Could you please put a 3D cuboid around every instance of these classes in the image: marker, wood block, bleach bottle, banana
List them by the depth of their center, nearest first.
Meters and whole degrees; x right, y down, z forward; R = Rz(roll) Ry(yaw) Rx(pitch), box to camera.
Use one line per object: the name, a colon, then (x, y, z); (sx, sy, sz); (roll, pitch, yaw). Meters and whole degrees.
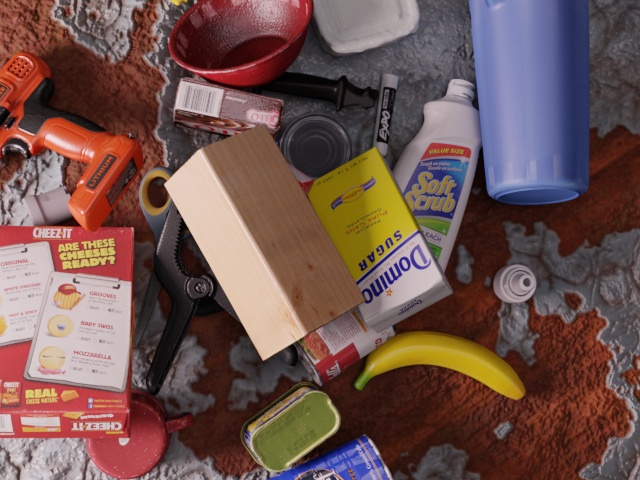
wood block: (-0.056, 0.001, 1.071); (0.090, 0.091, 0.206); (-26, 84, -39)
bleach bottle: (0.115, -0.062, 1.185); (0.102, 0.068, 0.251); (19, 81, -8)
banana: (0.135, 0.136, 1.188); (0.197, 0.037, 0.070); (5, 102, -7)
marker: (0.070, -0.127, 1.204); (0.020, 0.020, 0.121); (9, 84, -8)

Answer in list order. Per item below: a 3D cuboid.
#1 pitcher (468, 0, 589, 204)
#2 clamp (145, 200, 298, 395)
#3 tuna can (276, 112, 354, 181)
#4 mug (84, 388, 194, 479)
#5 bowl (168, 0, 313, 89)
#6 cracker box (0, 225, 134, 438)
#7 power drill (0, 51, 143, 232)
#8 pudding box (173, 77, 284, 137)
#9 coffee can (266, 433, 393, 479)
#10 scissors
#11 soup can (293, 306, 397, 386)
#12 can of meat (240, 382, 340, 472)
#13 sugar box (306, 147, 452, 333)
pitcher: (0.240, -0.165, 1.171); (0.149, 0.145, 0.243); (-1, 81, -2)
clamp: (-0.131, 0.057, 1.123); (0.164, 0.036, 0.210); (-19, 89, 5)
tuna can: (-0.006, -0.098, 1.183); (0.086, 0.034, 0.086); (1, 86, -9)
mug: (-0.188, 0.200, 1.108); (0.117, 0.081, 0.093); (-10, 87, -9)
bowl: (-0.078, -0.213, 1.145); (0.162, 0.162, 0.055); (-32, 135, -10)
cracker box: (-0.269, 0.090, 1.066); (0.164, 0.072, 0.213); (1, 54, -9)
power drill: (-0.293, -0.087, 1.101); (0.188, 0.057, 0.184); (31, 74, 9)
pudding box: (-0.100, -0.136, 1.143); (0.113, 0.090, 0.039); (13, 82, -7)
coffee can: (0.005, 0.279, 1.121); (0.140, 0.103, 0.103); (-23, 89, -10)
scissors: (-0.183, 0.007, 1.155); (0.096, 0.016, 0.202); (34, 92, 11)
soup can: (0.023, 0.101, 1.155); (0.102, 0.068, 0.068); (-33, 91, -10)
can of meat: (-0.031, 0.198, 1.131); (0.102, 0.084, 0.057); (-35, 91, -10)
sugar box: (0.058, -0.002, 1.113); (0.093, 0.048, 0.176); (-30, 59, 8)
